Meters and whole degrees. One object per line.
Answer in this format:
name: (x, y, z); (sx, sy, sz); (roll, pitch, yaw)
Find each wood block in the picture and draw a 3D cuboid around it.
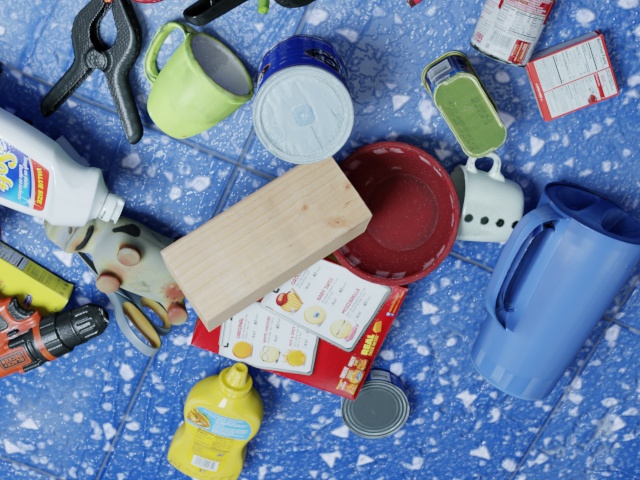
wood block: (-0.058, 0.001, 1.142); (0.206, 0.091, 0.090); (-33, 81, -9)

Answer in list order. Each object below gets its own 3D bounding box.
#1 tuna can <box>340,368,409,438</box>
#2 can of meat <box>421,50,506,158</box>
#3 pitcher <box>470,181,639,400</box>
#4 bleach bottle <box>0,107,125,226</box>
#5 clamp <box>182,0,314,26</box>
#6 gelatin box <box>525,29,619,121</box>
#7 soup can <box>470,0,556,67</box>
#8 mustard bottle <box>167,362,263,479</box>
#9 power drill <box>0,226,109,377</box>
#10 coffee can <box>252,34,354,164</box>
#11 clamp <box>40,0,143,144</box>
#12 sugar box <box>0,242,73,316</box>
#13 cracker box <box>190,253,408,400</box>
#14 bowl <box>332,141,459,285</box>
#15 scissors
tuna can: (0.068, 0.205, 1.346); (0.086, 0.034, 0.086); (0, 114, -1)
can of meat: (0.158, -0.148, 1.165); (0.057, 0.084, 0.102); (-31, 110, 12)
pitcher: (0.262, 0.062, 1.234); (0.149, 0.145, 0.243); (25, 115, 4)
bleach bottle: (-0.322, -0.087, 1.114); (0.250, 0.068, 0.103); (24, 110, -13)
clamp: (-0.047, -0.273, 1.060); (0.209, 0.036, 0.165); (8, 108, -53)
gelatin box: (0.278, -0.182, 1.182); (0.089, 0.030, 0.073); (-21, 111, 8)
soup can: (0.209, -0.243, 1.133); (0.068, 0.068, 0.102); (18, 113, -9)
mustard bottle: (-0.122, 0.218, 1.308); (0.096, 0.058, 0.192); (20, 129, -3)
power drill: (-0.356, 0.063, 1.214); (0.184, 0.057, 0.187); (-23, 110, 9)
coffee can: (-0.018, -0.152, 1.130); (0.103, 0.140, 0.103); (0, 114, -1)
clamp: (-0.247, -0.195, 1.164); (0.120, 0.039, 0.171); (8, 107, 4)
sugar box: (-0.393, 0.050, 1.265); (0.176, 0.048, 0.093); (32, 110, -15)
cracker box: (-0.026, 0.077, 1.269); (0.213, 0.072, 0.164); (20, 111, -8)
bowl: (0.084, -0.031, 1.212); (0.162, 0.055, 0.162); (1, 94, 20)
scissors: (-0.243, 0.050, 1.275); (0.016, 0.096, 0.202); (-40, 78, 22)
